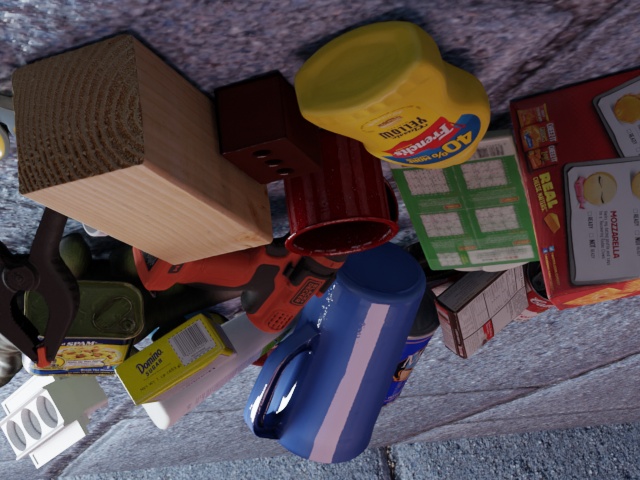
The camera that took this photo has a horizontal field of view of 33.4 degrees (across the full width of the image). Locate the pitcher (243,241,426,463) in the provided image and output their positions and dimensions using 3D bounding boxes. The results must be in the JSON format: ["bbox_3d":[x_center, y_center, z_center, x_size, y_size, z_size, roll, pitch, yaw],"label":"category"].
[{"bbox_3d":[0.019,0.119,1.155,0.145,0.149,0.243,20,125,2],"label":"pitcher"}]

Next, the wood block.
[{"bbox_3d":[-0.117,-0.055,0.750,0.091,0.090,0.206,-14,163,17],"label":"wood block"}]

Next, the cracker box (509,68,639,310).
[{"bbox_3d":[0.268,-0.049,0.822,0.214,0.164,0.072,-13,164,17],"label":"cracker box"}]

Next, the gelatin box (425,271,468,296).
[{"bbox_3d":[0.156,0.051,1.314,0.073,0.030,0.089,6,158,-35],"label":"gelatin box"}]

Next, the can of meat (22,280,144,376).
[{"bbox_3d":[-0.215,0.081,0.953,0.102,0.057,0.084,3,146,-18],"label":"can of meat"}]

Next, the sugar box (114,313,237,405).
[{"bbox_3d":[-0.132,0.113,1.010,0.093,0.048,0.176,-32,176,-5],"label":"sugar box"}]

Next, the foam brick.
[{"bbox_3d":[-0.037,-0.079,0.772,0.053,0.051,0.078,-13,162,18],"label":"foam brick"}]

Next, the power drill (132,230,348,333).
[{"bbox_3d":[-0.056,0.001,0.950,0.187,0.057,0.185,16,122,-38],"label":"power drill"}]

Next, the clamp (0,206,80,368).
[{"bbox_3d":[-0.230,0.017,0.856,0.120,0.171,0.039,-15,-159,10],"label":"clamp"}]

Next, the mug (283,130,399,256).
[{"bbox_3d":[0.021,-0.038,0.878,0.117,0.081,0.093,7,157,-40],"label":"mug"}]

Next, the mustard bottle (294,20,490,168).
[{"bbox_3d":[0.068,-0.093,0.766,0.096,0.058,0.191,-22,159,25],"label":"mustard bottle"}]

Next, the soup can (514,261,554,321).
[{"bbox_3d":[0.264,0.056,1.318,0.068,0.068,0.102,-3,163,-18],"label":"soup can"}]

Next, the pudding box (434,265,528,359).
[{"bbox_3d":[0.189,0.072,1.240,0.113,0.039,0.090,-39,136,-20],"label":"pudding box"}]

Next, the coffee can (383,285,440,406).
[{"bbox_3d":[0.075,0.120,1.295,0.102,0.103,0.140,0,137,-24],"label":"coffee can"}]

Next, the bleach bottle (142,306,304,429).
[{"bbox_3d":[-0.090,0.115,1.212,0.250,0.068,0.103,-33,173,-22],"label":"bleach bottle"}]
